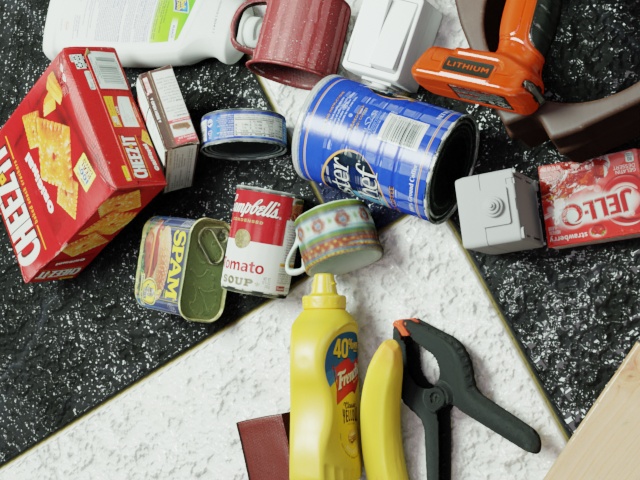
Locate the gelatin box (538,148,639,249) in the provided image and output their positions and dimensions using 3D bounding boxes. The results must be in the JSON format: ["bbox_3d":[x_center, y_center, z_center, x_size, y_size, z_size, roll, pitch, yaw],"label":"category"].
[{"bbox_3d":[0.238,-0.035,0.923,0.089,0.030,0.073,-9,81,25],"label":"gelatin box"}]

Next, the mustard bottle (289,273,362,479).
[{"bbox_3d":[0.005,0.126,0.985,0.058,0.096,0.191,-4,84,25],"label":"mustard bottle"}]

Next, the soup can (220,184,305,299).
[{"bbox_3d":[-0.057,0.001,1.042,0.069,0.068,0.102,10,91,26],"label":"soup can"}]

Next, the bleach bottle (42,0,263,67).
[{"bbox_3d":[-0.168,-0.221,1.119,0.251,0.068,0.102,11,91,24],"label":"bleach bottle"}]

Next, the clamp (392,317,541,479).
[{"bbox_3d":[0.122,0.141,0.957,0.120,0.039,0.171,-27,76,25],"label":"clamp"}]

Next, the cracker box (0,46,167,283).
[{"bbox_3d":[-0.262,-0.074,1.106,0.214,0.071,0.164,-37,69,41],"label":"cracker box"}]

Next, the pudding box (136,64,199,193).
[{"bbox_3d":[-0.155,-0.110,1.077,0.039,0.113,0.090,-18,75,-14],"label":"pudding box"}]

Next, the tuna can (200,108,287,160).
[{"bbox_3d":[-0.076,-0.104,1.050,0.086,0.086,0.034,-5,82,25],"label":"tuna can"}]

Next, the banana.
[{"bbox_3d":[0.065,0.185,0.967,0.070,0.037,0.198,-7,94,53],"label":"banana"}]

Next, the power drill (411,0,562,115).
[{"bbox_3d":[0.142,-0.207,0.869,0.185,0.057,0.187,20,88,31],"label":"power drill"}]

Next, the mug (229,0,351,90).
[{"bbox_3d":[-0.029,-0.199,1.030,0.117,0.093,0.081,13,86,4],"label":"mug"}]

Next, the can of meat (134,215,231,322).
[{"bbox_3d":[-0.139,0.026,1.074,0.084,0.057,0.102,7,88,46],"label":"can of meat"}]

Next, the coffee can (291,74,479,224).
[{"bbox_3d":[0.059,-0.084,0.974,0.140,0.102,0.103,21,94,25],"label":"coffee can"}]

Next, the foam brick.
[{"bbox_3d":[-0.040,0.205,1.024,0.051,0.052,0.078,-18,79,23],"label":"foam brick"}]
